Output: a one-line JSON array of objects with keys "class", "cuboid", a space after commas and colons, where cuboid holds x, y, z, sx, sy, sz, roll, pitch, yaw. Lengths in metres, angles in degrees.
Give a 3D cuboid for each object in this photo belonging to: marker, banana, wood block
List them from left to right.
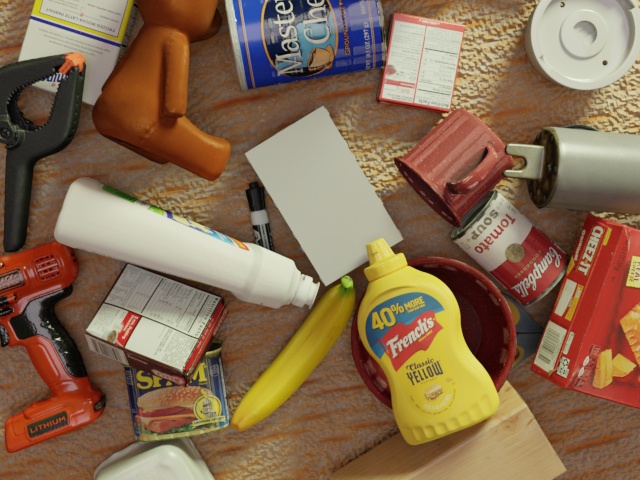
[{"class": "marker", "cuboid": [-0.057, 0.001, 1.073, 0.020, 0.020, 0.121, -10, 96, -1]}, {"class": "banana", "cuboid": [-0.021, 0.108, 1.062, 0.037, 0.069, 0.198, 42, 106, 26]}, {"class": "wood block", "cuboid": [0.122, 0.231, 1.059, 0.206, 0.090, 0.091, -33, 107, 2]}]

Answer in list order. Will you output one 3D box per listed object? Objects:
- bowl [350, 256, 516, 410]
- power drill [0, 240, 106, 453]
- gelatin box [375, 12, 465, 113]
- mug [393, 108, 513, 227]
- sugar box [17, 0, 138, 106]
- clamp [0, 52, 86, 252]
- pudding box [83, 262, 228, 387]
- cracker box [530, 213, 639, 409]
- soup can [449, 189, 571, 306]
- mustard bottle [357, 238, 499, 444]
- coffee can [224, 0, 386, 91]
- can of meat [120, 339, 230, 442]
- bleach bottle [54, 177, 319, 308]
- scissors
[{"class": "bowl", "cuboid": [0.113, 0.095, 1.059, 0.162, 0.055, 0.162, 1, 94, 12]}, {"class": "power drill", "cuboid": [-0.307, 0.110, 1.058, 0.184, 0.057, 0.187, -20, 96, 1]}, {"class": "gelatin box", "cuboid": [0.098, -0.174, 1.054, 0.073, 0.030, 0.089, 9, 96, -4]}, {"class": "mug", "cuboid": [0.134, -0.072, 1.024, 0.081, 0.117, 0.093, -43, 103, -2]}, {"class": "sugar box", "cuboid": [-0.226, -0.225, 1.033, 0.093, 0.048, 0.176, 18, 99, -3]}, {"class": "clamp", "cuboid": [-0.305, -0.109, 1.022, 0.164, 0.036, 0.210, 38, 111, -6]}, {"class": "pudding box", "cuboid": [-0.159, 0.080, 1.033, 0.113, 0.039, 0.090, 20, 59, 14]}, {"class": "cracker box", "cuboid": [0.332, 0.084, 1.036, 0.213, 0.072, 0.164, 17, 96, -21]}, {"class": "soup can", "cuboid": [0.187, 0.007, 1.056, 0.102, 0.068, 0.068, 42, 93, -4]}, {"class": "mustard bottle", "cuboid": [0.089, 0.088, 1.005, 0.096, 0.058, 0.191, -24, 88, 17]}, {"class": "coffee can", "cuboid": [-0.015, -0.203, 1.011, 0.140, 0.103, 0.103, -9, 96, -1]}, {"class": "can of meat", "cuboid": [-0.143, 0.150, 1.067, 0.102, 0.057, 0.084, -7, 98, -1]}, {"class": "bleach bottle", "cuboid": [-0.124, 0.011, 1.031, 0.250, 0.102, 0.068, 20, 92, -4]}, {"class": "scissors", "cuboid": [0.234, 0.085, 1.090, 0.201, 0.016, 0.096, -13, 98, 0]}]
